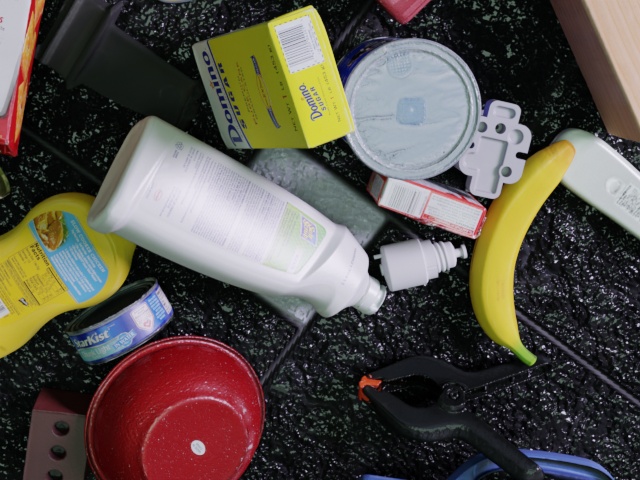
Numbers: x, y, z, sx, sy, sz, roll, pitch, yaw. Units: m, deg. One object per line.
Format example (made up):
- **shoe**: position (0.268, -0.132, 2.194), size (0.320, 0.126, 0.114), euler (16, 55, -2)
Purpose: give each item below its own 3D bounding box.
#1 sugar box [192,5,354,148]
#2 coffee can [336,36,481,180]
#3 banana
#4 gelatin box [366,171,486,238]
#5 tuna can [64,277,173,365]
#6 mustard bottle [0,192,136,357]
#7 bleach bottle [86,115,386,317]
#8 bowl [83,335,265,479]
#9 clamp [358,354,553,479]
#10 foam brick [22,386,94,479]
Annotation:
- **sugar box**: position (-0.041, -0.118, 0.809), size (0.048, 0.176, 0.093), euler (-23, 102, -23)
- **coffee can**: position (0.061, -0.107, 0.836), size (0.102, 0.140, 0.103), euler (-1, 101, -4)
- **banana**: position (0.166, 0.007, 0.913), size (0.069, 0.037, 0.198), euler (9, 106, 7)
- **gelatin box**: position (0.087, -0.033, 0.888), size (0.089, 0.073, 0.030), euler (19, 100, -8)
- **tuna can**: position (-0.166, 0.067, 0.885), size (0.086, 0.086, 0.034), euler (-27, 104, 2)
- **mustard bottle**: position (-0.216, 0.015, 0.885), size (0.191, 0.058, 0.096), euler (-29, 101, 2)
- **bleach bottle**: position (-0.056, 0.001, 0.870), size (0.250, 0.068, 0.102), euler (30, 73, -22)
- **bowl**: position (-0.113, 0.164, 0.899), size (0.161, 0.055, 0.162), euler (-7, 107, -23)
- **clamp**: position (0.122, 0.134, 0.927), size (0.171, 0.120, 0.039), euler (18, 140, 9)
- **foam brick**: position (-0.223, 0.174, 0.920), size (0.053, 0.051, 0.078), euler (8, 101, -6)
